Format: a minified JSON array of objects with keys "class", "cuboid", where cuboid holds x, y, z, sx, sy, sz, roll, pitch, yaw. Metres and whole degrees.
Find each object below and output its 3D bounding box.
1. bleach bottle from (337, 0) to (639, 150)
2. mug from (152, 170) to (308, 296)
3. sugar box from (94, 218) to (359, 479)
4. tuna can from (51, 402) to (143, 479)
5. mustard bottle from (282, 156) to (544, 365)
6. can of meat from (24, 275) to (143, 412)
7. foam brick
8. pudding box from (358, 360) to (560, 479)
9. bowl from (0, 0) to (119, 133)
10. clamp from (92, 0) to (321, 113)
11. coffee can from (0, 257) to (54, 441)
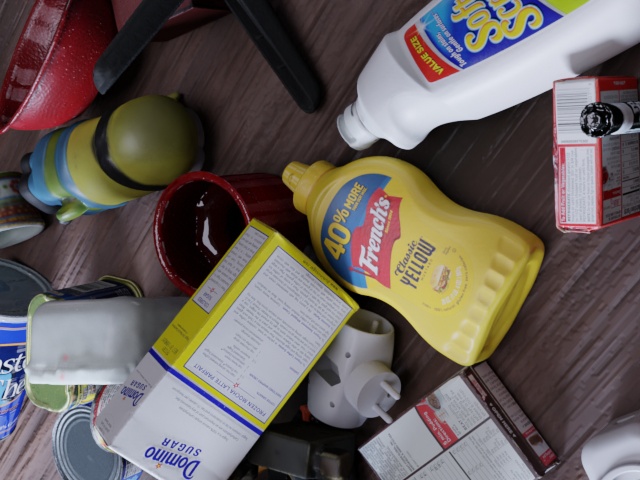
[{"class":"bleach bottle","cuboid":[0.111,-0.122,0.662,0.251,0.067,0.102,-32,58,34]},{"class":"mug","cuboid":[-0.055,0.001,0.787,0.117,0.081,0.093,49,120,18]},{"class":"sugar box","cuboid":[-0.062,0.082,0.721,0.176,0.093,0.048,-50,31,-4]},{"class":"tuna can","cuboid":[-0.194,0.182,0.936,0.086,0.033,0.086,6,100,33]},{"class":"mustard bottle","cuboid":[0.050,-0.003,0.730,0.192,0.058,0.096,33,111,26]},{"class":"can of meat","cuboid":[-0.198,0.086,0.894,0.058,0.083,0.102,12,103,32]},{"class":"foam brick","cuboid":[-0.115,-0.188,0.816,0.078,0.052,0.051,-15,89,33]},{"class":"pudding box","cuboid":[0.093,0.148,0.736,0.114,0.039,0.090,-44,76,33]},{"class":"bowl","cuboid":[-0.203,-0.150,0.852,0.162,0.055,0.162,-42,36,40]},{"class":"clamp","cuboid":[-0.069,-0.190,0.764,0.036,0.164,0.210,161,117,-65]},{"class":"coffee can","cuboid":[-0.306,0.098,0.957,0.103,0.102,0.140,33,114,26]}]
